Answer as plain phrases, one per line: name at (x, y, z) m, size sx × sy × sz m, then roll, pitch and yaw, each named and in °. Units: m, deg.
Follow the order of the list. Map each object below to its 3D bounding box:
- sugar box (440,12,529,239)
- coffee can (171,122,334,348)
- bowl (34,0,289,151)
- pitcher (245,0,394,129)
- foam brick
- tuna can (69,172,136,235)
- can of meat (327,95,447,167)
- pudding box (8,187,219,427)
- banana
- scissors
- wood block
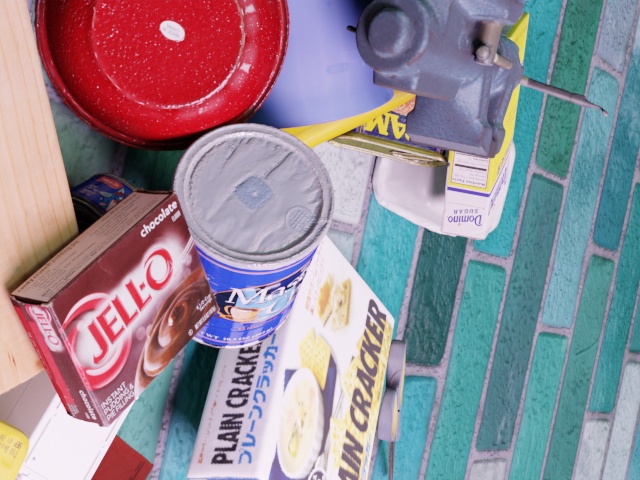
sugar box at (0.140, -0.099, 0.905) m, size 0.093 × 0.048 × 0.176 m, roll -50°, pitch 145°, yaw -58°
coffee can at (-0.055, 0.001, 0.723) m, size 0.102 × 0.103 × 0.140 m, roll -54°, pitch 174°, yaw -29°
bowl at (-0.095, -0.130, 0.659) m, size 0.162 × 0.055 × 0.162 m, roll -3°, pitch 106°, yaw -10°
pitcher at (-0.036, -0.201, 0.738) m, size 0.149 × 0.145 × 0.243 m, roll -70°, pitch 152°, yaw -69°
foam brick at (-0.162, 0.168, 0.725) m, size 0.078 × 0.051 × 0.053 m, roll -60°, pitch 139°, yaw -22°
tuna can at (-0.136, 0.002, 0.688) m, size 0.033 × 0.086 × 0.086 m, roll -36°, pitch 125°, yaw -40°
can of meat at (0.065, -0.115, 0.912) m, size 0.102 × 0.057 × 0.084 m, roll 12°, pitch 86°, yaw -16°
pudding box at (-0.115, 0.036, 0.615) m, size 0.113 × 0.039 × 0.090 m, roll -50°, pitch 136°, yaw -41°
banana at (-0.003, -0.091, 0.834) m, size 0.197 × 0.070 × 0.037 m, roll -29°, pitch 112°, yaw -26°
scissors at (0.063, 0.181, 0.973) m, size 0.096 × 0.016 × 0.202 m, roll -69°, pitch 163°, yaw -55°
wood block at (-0.202, -0.028, 0.594) m, size 0.090 × 0.091 × 0.206 m, roll -32°, pitch 122°, yaw -44°
